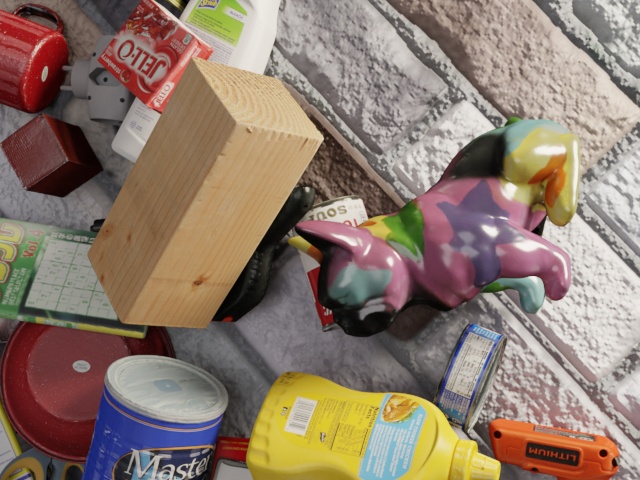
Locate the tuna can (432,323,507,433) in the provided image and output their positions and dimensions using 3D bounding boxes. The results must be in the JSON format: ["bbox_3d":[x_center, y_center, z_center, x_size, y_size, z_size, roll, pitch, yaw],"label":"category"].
[{"bbox_3d":[0.122,0.112,0.876,0.034,0.086,0.086,21,92,16],"label":"tuna can"}]

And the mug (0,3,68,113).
[{"bbox_3d":[-0.285,-0.177,1.001,0.081,0.093,0.117,21,56,10],"label":"mug"}]

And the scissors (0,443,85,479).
[{"bbox_3d":[-0.246,0.169,0.975,0.096,0.016,0.202,0,77,-8],"label":"scissors"}]

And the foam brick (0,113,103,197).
[{"bbox_3d":[-0.247,-0.077,0.984,0.051,0.078,0.053,-32,80,9],"label":"foam brick"}]

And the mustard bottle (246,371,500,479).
[{"bbox_3d":[0.045,0.163,0.838,0.192,0.058,0.096,8,48,20],"label":"mustard bottle"}]

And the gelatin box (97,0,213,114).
[{"bbox_3d":[-0.144,-0.160,0.925,0.073,0.030,0.089,-52,54,7],"label":"gelatin box"}]

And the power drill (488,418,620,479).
[{"bbox_3d":[0.165,0.245,0.874,0.184,0.057,0.188,7,92,11],"label":"power drill"}]

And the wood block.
[{"bbox_3d":[-0.098,-0.033,0.872,0.206,0.090,0.090,-57,47,26],"label":"wood block"}]

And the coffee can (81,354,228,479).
[{"bbox_3d":[-0.143,0.181,0.893,0.103,0.102,0.140,21,107,14],"label":"coffee can"}]

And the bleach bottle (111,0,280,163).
[{"bbox_3d":[-0.086,-0.169,0.956,0.103,0.068,0.251,30,92,16],"label":"bleach bottle"}]

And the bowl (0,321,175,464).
[{"bbox_3d":[-0.211,0.117,0.951,0.162,0.055,0.162,1,78,-4],"label":"bowl"}]

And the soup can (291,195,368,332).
[{"bbox_3d":[0.019,0.020,0.917,0.068,0.068,0.102,-19,82,12],"label":"soup can"}]

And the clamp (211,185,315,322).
[{"bbox_3d":[-0.056,0.001,0.922,0.039,0.120,0.171,5,108,-28],"label":"clamp"}]
